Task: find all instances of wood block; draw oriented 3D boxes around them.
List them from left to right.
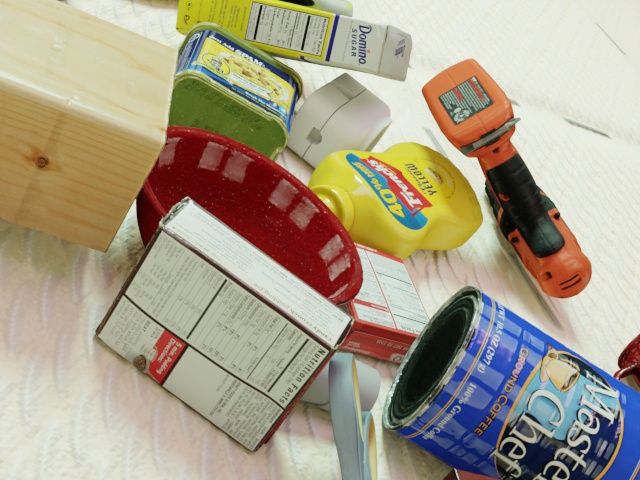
[{"bbox_3d":[-0.190,-0.082,0.556,0.205,0.091,0.090,21,40,-19],"label":"wood block"}]

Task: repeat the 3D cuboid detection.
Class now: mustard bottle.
[{"bbox_3d":[0.044,-0.028,0.809,0.191,0.058,0.096,-12,60,-53],"label":"mustard bottle"}]

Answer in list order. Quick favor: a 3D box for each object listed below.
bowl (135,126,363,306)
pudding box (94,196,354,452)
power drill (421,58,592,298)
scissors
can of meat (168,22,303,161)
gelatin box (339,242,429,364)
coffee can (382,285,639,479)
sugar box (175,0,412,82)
[{"bbox_3d":[-0.054,0.001,0.660,0.162,0.055,0.162,29,26,-17],"label":"bowl"},{"bbox_3d":[-0.052,0.046,0.567,0.113,0.090,0.039,35,30,-1],"label":"pudding box"},{"bbox_3d":[0.155,-0.060,0.903,0.187,0.057,0.184,53,8,-33],"label":"power drill"},{"bbox_3d":[0.015,0.125,0.523,0.016,0.096,0.201,-10,16,7],"label":"scissors"},{"bbox_3d":[-0.067,-0.107,0.807,0.102,0.058,0.084,29,32,-14],"label":"can of meat"},{"bbox_3d":[0.034,0.042,0.728,0.073,0.030,0.089,18,34,-32],"label":"gelatin box"},{"bbox_3d":[0.124,0.107,0.654,0.140,0.103,0.102,33,30,-7],"label":"coffee can"},{"bbox_3d":[-0.019,-0.169,0.866,0.176,0.048,0.093,12,8,16],"label":"sugar box"}]
